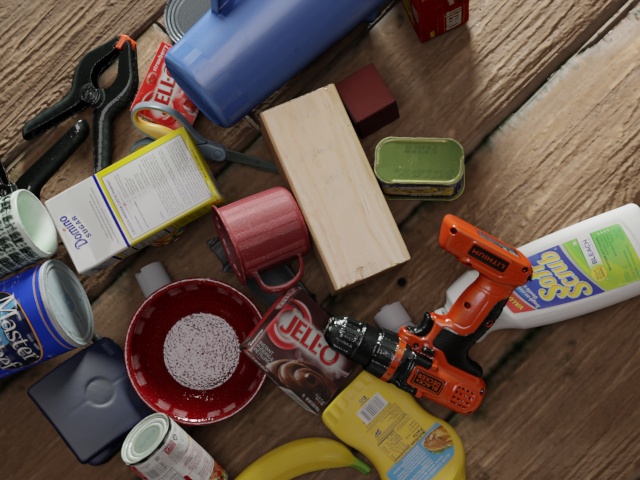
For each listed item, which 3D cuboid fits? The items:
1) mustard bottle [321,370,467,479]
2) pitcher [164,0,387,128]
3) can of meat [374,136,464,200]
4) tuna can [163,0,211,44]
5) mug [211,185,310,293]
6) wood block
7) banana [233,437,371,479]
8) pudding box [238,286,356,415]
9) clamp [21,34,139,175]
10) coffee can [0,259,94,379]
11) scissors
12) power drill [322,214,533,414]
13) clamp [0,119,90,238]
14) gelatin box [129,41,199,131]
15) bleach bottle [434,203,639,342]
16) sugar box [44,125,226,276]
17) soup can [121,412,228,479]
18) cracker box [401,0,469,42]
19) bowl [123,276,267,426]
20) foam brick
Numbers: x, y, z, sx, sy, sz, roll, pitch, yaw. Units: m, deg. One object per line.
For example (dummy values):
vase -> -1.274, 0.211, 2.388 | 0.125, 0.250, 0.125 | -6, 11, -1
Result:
mustard bottle -> 0.098, 0.225, 1.149 | 0.096, 0.058, 0.192 | -44, 80, -7
pitcher -> -0.057, -0.247, 1.174 | 0.243, 0.145, 0.149 | -43, 86, -6
can of meat -> 0.109, -0.079, 1.176 | 0.102, 0.084, 0.057 | 1, 82, 6
tuna can -> -0.138, -0.259, 1.251 | 0.086, 0.033, 0.086 | -1, 82, 6
mug -> -0.057, 0.001, 1.142 | 0.081, 0.093, 0.117 | -22, 67, -11
wood block -> 0.014, -0.052, 1.170 | 0.090, 0.091, 0.206 | -23, 84, -4
banana -> -0.046, 0.265, 1.170 | 0.198, 0.037, 0.069 | -25, 80, 2
pudding box -> -0.020, 0.118, 1.153 | 0.113, 0.039, 0.090 | 46, 71, -22
clamp -> -0.275, -0.165, 1.253 | 0.120, 0.039, 0.171 | 21, 86, 5
coffee can -> -0.338, 0.093, 1.183 | 0.140, 0.102, 0.103 | -22, 81, 10
scissors -> -0.133, -0.091, 1.232 | 0.201, 0.016, 0.096 | 29, 123, -12
power drill -> 0.118, 0.071, 1.106 | 0.184, 0.057, 0.188 | 26, 105, -9
clamp -> -0.349, -0.058, 1.233 | 0.165, 0.036, 0.210 | 5, 91, 15
gelatin box -> -0.170, -0.174, 1.235 | 0.073, 0.030, 0.089 | 26, 85, -11
bleach bottle -> 0.241, 0.052, 1.156 | 0.251, 0.068, 0.102 | -24, 82, 5
sugar box -> -0.202, -0.042, 1.171 | 0.176, 0.048, 0.093 | -28, 81, 5
soup can -> -0.157, 0.242, 1.146 | 0.068, 0.068, 0.102 | -40, 118, 0
cracker box -> 0.095, -0.347, 1.173 | 0.072, 0.164, 0.214 | -24, 80, 4
bowl -> -0.134, 0.123, 1.184 | 0.162, 0.055, 0.162 | 0, 84, -1
foam brick -> 0.052, -0.156, 1.195 | 0.051, 0.078, 0.053 | -30, 80, 3
